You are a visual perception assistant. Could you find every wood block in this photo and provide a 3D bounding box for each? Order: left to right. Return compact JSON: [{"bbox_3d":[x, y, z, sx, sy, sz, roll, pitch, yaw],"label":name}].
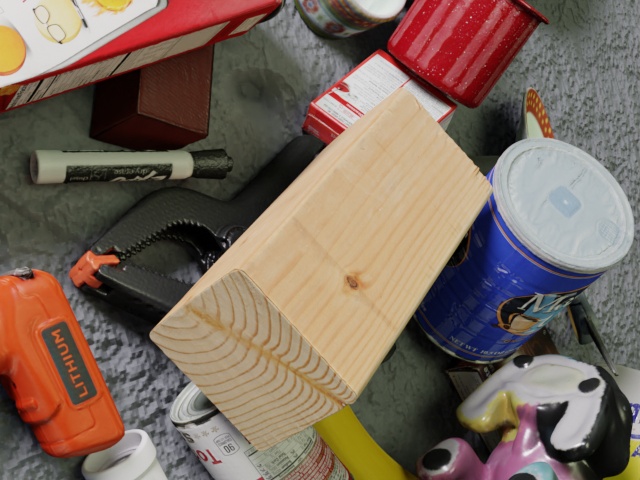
[{"bbox_3d":[0.009,0.009,0.613,0.091,0.090,0.205,48,43,-7],"label":"wood block"}]

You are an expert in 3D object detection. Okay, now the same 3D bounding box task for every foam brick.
[{"bbox_3d":[-0.099,-0.097,0.635,0.051,0.053,0.078,16,70,-39],"label":"foam brick"}]

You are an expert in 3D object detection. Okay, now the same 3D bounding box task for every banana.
[{"bbox_3d":[0.022,0.127,0.705,0.069,0.037,0.198,-43,110,-39],"label":"banana"}]

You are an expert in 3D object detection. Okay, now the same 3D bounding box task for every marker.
[{"bbox_3d":[-0.107,-0.044,0.621,0.120,0.020,0.020,-3,82,-30],"label":"marker"}]

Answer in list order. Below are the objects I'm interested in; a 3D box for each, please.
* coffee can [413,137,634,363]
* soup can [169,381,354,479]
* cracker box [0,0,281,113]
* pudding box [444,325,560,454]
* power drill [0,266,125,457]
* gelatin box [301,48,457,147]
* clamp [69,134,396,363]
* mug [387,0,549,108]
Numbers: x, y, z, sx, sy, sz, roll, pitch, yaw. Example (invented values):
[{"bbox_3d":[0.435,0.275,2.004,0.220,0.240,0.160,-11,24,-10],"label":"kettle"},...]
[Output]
[{"bbox_3d":[0.134,0.010,0.743,0.102,0.140,0.103,12,55,-17],"label":"coffee can"},{"bbox_3d":[-0.034,0.124,0.633,0.102,0.069,0.068,56,49,-17],"label":"soup can"},{"bbox_3d":[-0.150,-0.159,0.549,0.213,0.072,0.164,-23,91,-25],"label":"cracker box"},{"bbox_3d":[0.153,0.116,0.827,0.089,0.039,0.113,-45,111,-39],"label":"pudding box"},{"bbox_3d":[-0.187,0.107,0.503,0.187,0.058,0.184,-28,99,-43],"label":"power drill"},{"bbox_3d":[0.042,-0.087,0.752,0.073,0.030,0.089,38,53,13],"label":"gelatin box"},{"bbox_3d":[-0.054,0.001,0.658,0.209,0.036,0.164,3,62,-36],"label":"clamp"},{"bbox_3d":[0.103,-0.151,0.774,0.093,0.081,0.117,35,14,-1],"label":"mug"}]
